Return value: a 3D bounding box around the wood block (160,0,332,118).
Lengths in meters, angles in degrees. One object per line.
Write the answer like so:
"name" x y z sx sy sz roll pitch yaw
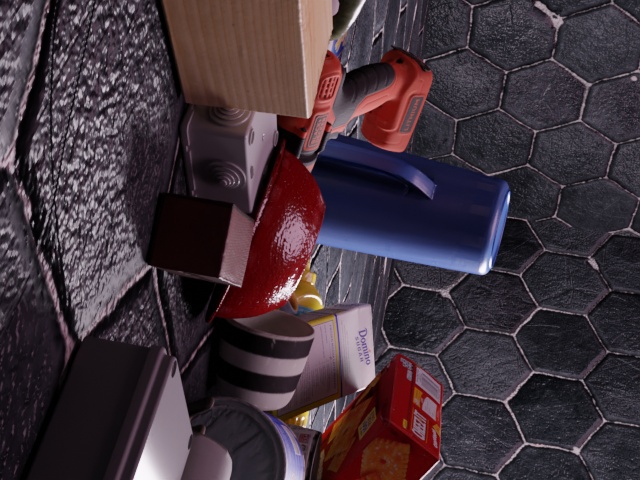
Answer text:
"wood block" -0.045 -0.175 0.647 0.206 0.091 0.090 86 15 -59

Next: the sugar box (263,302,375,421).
"sugar box" -0.011 0.124 1.107 0.175 0.048 0.093 -11 100 -53

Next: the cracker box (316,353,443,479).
"cracker box" 0.031 0.233 1.087 0.214 0.072 0.164 -49 -174 19

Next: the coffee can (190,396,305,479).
"coffee can" -0.070 0.183 0.860 0.140 0.103 0.103 68 32 -76

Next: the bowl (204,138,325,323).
"bowl" -0.039 0.001 0.865 0.162 0.055 0.162 -159 -89 -83

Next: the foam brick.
"foam brick" -0.082 0.001 0.740 0.078 0.053 0.051 43 57 -80

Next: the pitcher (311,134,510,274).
"pitcher" 0.081 -0.044 1.186 0.149 0.243 0.145 -47 148 -64

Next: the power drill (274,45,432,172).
"power drill" 0.018 -0.105 1.014 0.187 0.057 0.185 -23 143 -47
